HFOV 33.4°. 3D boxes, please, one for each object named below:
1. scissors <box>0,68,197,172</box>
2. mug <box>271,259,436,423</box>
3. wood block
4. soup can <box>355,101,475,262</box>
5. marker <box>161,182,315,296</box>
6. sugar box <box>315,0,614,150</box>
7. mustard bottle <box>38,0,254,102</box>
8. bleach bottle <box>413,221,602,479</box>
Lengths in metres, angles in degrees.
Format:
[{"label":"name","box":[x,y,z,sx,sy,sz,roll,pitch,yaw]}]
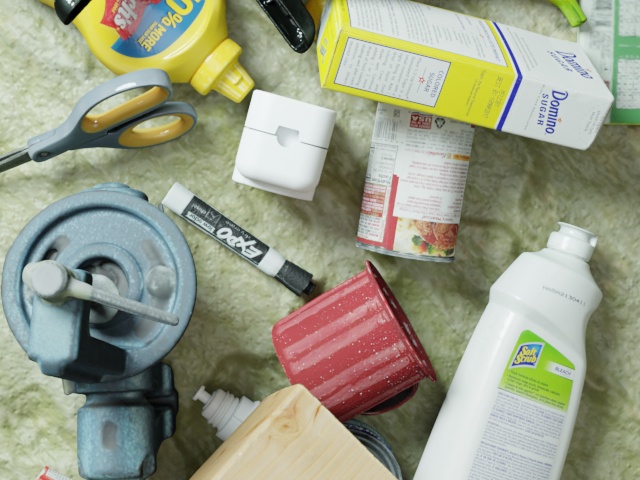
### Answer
[{"label":"scissors","box":[-0.168,-0.062,0.723,0.202,0.096,0.016,-25,69,30]},{"label":"mug","box":[0.025,0.080,0.724,0.081,0.093,0.117,-30,133,6]},{"label":"wood block","box":[-0.061,0.196,0.652,0.091,0.090,0.206,45,68,-3]},{"label":"soup can","box":[0.064,-0.041,0.715,0.068,0.068,0.102,8,95,-3]},{"label":"marker","box":[-0.055,0.001,0.740,0.121,0.020,0.020,34,94,-5]},{"label":"sugar box","box":[0.087,-0.111,0.676,0.176,0.093,0.048,14,121,-11]},{"label":"mustard bottle","box":[-0.121,-0.160,0.700,0.191,0.058,0.096,41,82,-6]},{"label":"bleach bottle","box":[0.138,0.112,0.735,0.102,0.068,0.251,21,90,-23]}]
